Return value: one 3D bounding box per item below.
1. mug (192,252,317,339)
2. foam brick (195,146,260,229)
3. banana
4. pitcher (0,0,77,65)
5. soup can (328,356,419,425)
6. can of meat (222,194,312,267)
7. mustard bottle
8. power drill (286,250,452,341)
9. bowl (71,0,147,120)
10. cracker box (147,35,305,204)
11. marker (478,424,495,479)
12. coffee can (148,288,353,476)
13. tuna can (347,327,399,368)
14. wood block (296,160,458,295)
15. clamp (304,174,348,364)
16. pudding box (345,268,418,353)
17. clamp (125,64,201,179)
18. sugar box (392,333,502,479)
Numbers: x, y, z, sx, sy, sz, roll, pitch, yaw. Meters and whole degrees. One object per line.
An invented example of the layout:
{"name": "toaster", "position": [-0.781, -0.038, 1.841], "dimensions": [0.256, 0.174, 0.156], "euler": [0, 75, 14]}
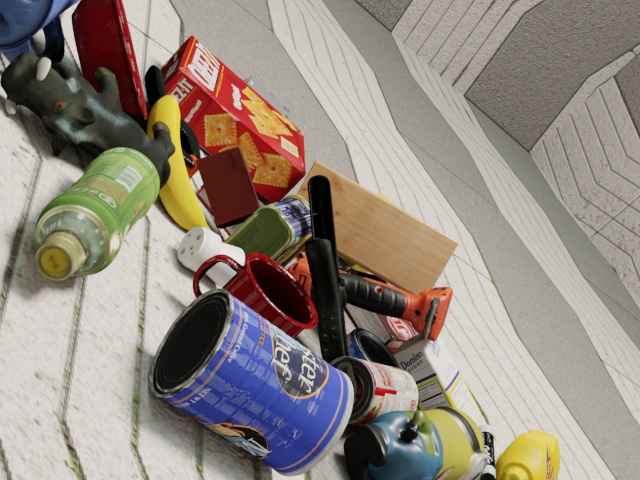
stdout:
{"name": "mug", "position": [-0.072, 0.064, 1.011], "dimensions": [0.117, 0.082, 0.093], "euler": [43, 18, -11]}
{"name": "foam brick", "position": [-0.100, -0.057, 1.175], "dimensions": [0.051, 0.053, 0.078], "euler": [86, -14, -84]}
{"name": "banana", "position": [-0.162, -0.087, 1.170], "dimensions": [0.069, 0.037, 0.198], "euler": [45, 25, -63]}
{"name": "pitcher", "position": [-0.316, -0.277, 1.142], "dimensions": [0.145, 0.149, 0.243], "euler": [26, 18, -7]}
{"name": "soup can", "position": [0.051, 0.160, 1.110], "dimensions": [0.102, 0.069, 0.068], "euler": [21, 31, -55]}
{"name": "can of meat", "position": [-0.058, 0.001, 1.151], "dimensions": [0.057, 0.102, 0.083], "euler": [50, 20, 6]}
{"name": "mustard bottle", "position": [0.232, 0.266, 1.212], "dimensions": [0.058, 0.096, 0.191], "euler": [18, -2, 20]}
{"name": "power drill", "position": [0.057, 0.058, 1.242], "dimensions": [0.188, 0.057, 0.184], "euler": [15, 9, 8]}
{"name": "bowl", "position": [-0.231, -0.204, 1.153], "dimensions": [0.162, 0.055, 0.162], "euler": [168, -90, -84]}
{"name": "cracker box", "position": [-0.117, -0.162, 1.416], "dimensions": [0.213, 0.072, 0.164], "euler": [40, 18, -18]}
{"name": "marker", "position": [0.179, 0.238, 1.148], "dimensions": [0.020, 0.020, 0.121], "euler": [43, 21, -11]}
{"name": "coffee can", "position": [-0.057, 0.120, 0.892], "dimensions": [0.140, 0.103, 0.103], "euler": [38, 20, -26]}
{"name": "tuna can", "position": [0.056, 0.141, 1.218], "dimensions": [0.086, 0.034, 0.086], "euler": [41, 18, -17]}
{"name": "wood block", "position": [0.062, -0.013, 1.362], "dimensions": [0.206, 0.090, 0.091], "euler": [30, 4, -2]}
{"name": "clamp", "position": [0.008, 0.045, 1.109], "dimensions": [0.164, 0.036, 0.210], "euler": [-89, 173, -57]}
{"name": "pudding box", "position": [0.074, 0.093, 1.354], "dimensions": [0.089, 0.039, 0.113], "euler": [17, 34, -57]}
{"name": "clamp", "position": [-0.201, -0.144, 1.242], "dimensions": [0.120, 0.039, 0.171], "euler": [-6, 55, -47]}
{"name": "sugar box", "position": [0.148, 0.192, 1.242], "dimensions": [0.176, 0.048, 0.093], "euler": [61, 18, 3]}
